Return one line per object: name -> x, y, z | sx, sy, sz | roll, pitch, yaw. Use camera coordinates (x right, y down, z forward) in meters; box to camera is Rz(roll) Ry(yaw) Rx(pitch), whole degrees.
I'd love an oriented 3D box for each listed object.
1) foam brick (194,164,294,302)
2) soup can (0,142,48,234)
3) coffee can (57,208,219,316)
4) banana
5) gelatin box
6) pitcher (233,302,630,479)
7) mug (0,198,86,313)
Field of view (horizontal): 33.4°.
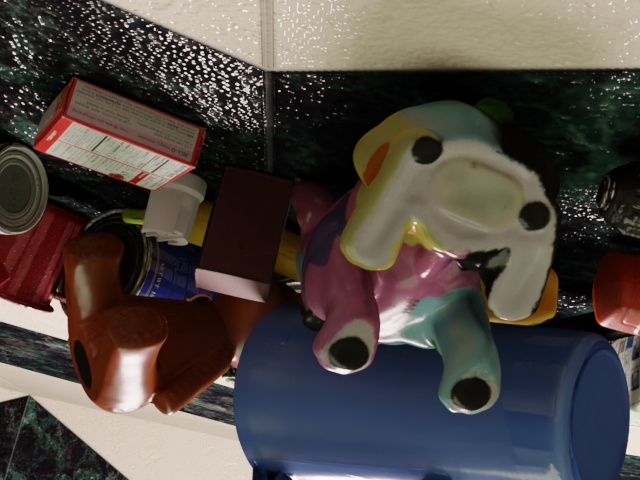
foam brick -> -0.052, -0.005, 0.730 | 0.051, 0.078, 0.053 | 13, 162, -1
soup can -> -0.262, -0.040, 0.788 | 0.102, 0.068, 0.068 | 3, 162, 27
coffee can -> -0.139, 0.045, 0.920 | 0.103, 0.103, 0.140 | 1, 160, 36
banana -> -0.051, 0.001, 0.829 | 0.197, 0.037, 0.070 | 21, 175, -24
gelatin box -> -0.126, -0.065, 0.669 | 0.089, 0.030, 0.073 | 19, 161, -23
pitcher -> 0.067, 0.118, 0.702 | 0.243, 0.149, 0.144 | -1, -174, 37
mug -> -0.229, 0.007, 0.852 | 0.117, 0.081, 0.093 | 25, 179, 5
